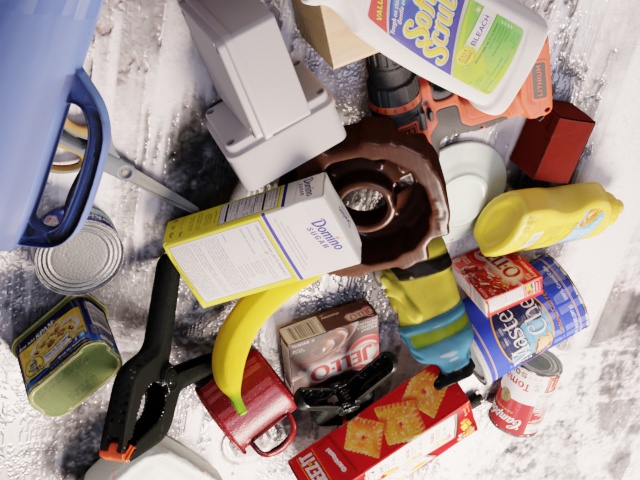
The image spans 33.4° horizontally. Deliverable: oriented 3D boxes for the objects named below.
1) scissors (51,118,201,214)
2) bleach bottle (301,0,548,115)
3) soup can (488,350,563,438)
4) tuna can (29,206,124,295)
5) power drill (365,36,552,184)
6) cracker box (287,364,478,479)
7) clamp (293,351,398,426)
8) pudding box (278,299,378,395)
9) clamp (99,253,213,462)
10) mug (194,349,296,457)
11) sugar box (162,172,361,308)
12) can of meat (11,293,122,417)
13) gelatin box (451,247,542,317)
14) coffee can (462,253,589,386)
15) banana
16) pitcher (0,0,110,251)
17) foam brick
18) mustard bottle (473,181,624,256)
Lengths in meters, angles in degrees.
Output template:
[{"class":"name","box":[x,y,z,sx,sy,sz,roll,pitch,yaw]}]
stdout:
[{"class":"scissors","box":[-0.183,-0.085,0.997,0.201,0.016,0.096,14,115,-32]},{"class":"bleach bottle","box":[0.069,-0.192,0.896,0.250,0.068,0.103,17,112,-30]},{"class":"soup can","box":[0.263,0.193,1.366,0.068,0.068,0.102,1,121,-26]},{"class":"tuna can","box":[-0.234,0.009,1.025,0.086,0.034,0.086,-12,126,-18]},{"class":"power drill","box":[0.137,-0.158,1.074,0.187,0.057,0.184,-21,133,-7]},{"class":"cracker box","box":[0.079,0.242,1.277,0.213,0.072,0.164,-33,156,-1]},{"class":"clamp","box":[0.035,0.172,1.205,0.120,0.039,0.171,-19,162,0]},{"class":"pudding box","box":[0.011,0.124,1.218,0.113,0.039,0.090,-16,129,-14]},{"class":"clamp","box":[-0.164,0.126,1.062,0.036,0.209,0.164,1,126,24]},{"class":"mug","box":[-0.072,0.183,1.173,0.081,0.117,0.093,-37,155,-4]},{"class":"sugar box","box":[-0.057,0.001,1.049,0.176,0.048,0.093,-17,127,17]},{"class":"can of meat","box":[-0.250,0.114,1.057,0.102,0.084,0.057,-40,130,4]},{"class":"gelatin box","box":[0.199,0.040,1.217,0.073,0.089,0.030,-22,127,-11]},{"class":"coffee can","box":[0.229,0.093,1.259,0.140,0.103,0.102,-29,130,-5]},{"class":"banana","box":[-0.062,0.085,1.137,0.069,0.037,0.198,33,84,-15]},{"class":"pitcher","box":[-0.253,-0.117,0.866,0.149,0.145,0.243,9,115,-41]},{"class":"foam brick","box":[0.253,-0.108,1.165,0.051,0.053,0.078,4,120,-28]},{"class":"mustard bottle","box":[0.273,-0.028,1.213,0.191,0.058,0.096,-8,152,-31]}]
